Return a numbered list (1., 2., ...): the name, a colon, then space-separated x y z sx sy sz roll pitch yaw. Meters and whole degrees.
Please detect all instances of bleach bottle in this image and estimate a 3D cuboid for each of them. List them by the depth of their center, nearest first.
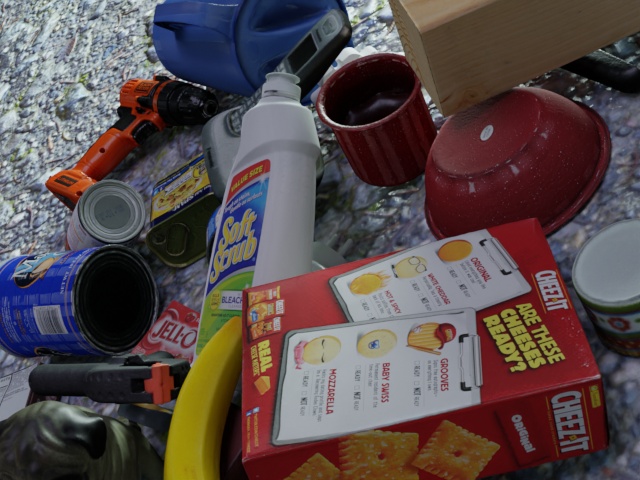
1. bleach bottle: -0.047 -0.006 0.843 0.103 0.068 0.251 -6 76 53

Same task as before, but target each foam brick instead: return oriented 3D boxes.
1. foam brick: -0.047 0.158 0.762 0.053 0.078 0.051 15 66 50

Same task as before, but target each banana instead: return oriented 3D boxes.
1. banana: -0.073 0.135 0.712 0.070 0.037 0.198 -22 40 13

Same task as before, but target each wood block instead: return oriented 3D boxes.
1. wood block: 0.165 -0.192 0.826 0.206 0.090 0.090 -24 46 1

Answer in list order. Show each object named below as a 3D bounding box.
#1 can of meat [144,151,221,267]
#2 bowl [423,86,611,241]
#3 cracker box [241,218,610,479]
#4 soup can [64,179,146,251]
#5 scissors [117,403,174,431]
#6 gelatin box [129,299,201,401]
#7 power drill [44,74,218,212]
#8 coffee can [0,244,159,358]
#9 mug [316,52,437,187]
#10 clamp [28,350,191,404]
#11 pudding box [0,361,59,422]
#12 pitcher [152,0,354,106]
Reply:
1. can of meat: -0.119 -0.035 1.041 0.102 0.057 0.084 -30 36 17
2. bowl: 0.140 -0.068 0.835 0.162 0.055 0.162 -25 40 23
3. cracker box: 0.058 0.081 0.690 0.214 0.072 0.164 -14 36 6
4. soup can: -0.214 -0.012 1.059 0.068 0.068 0.102 -64 9 -27
5. scissors: -0.134 0.144 0.894 0.202 0.096 0.016 166 122 -76
6. gelatin box: -0.123 0.097 0.933 0.073 0.030 0.089 -52 37 -13
7. power drill: -0.211 -0.106 1.200 0.187 0.057 0.185 -51 33 -17
8. coffee can: -0.239 0.060 1.017 0.141 0.102 0.102 -6 49 39
9. mug: 0.058 -0.109 0.920 0.093 0.081 0.117 5 54 30
10. clamp: -0.138 0.103 0.812 0.120 0.039 0.172 -11 5 -35
11. pudding box: -0.297 0.178 1.006 0.090 0.039 0.113 -23 39 26
12. pitcher: -0.093 -0.217 1.123 0.145 0.149 0.243 -41 28 -19
